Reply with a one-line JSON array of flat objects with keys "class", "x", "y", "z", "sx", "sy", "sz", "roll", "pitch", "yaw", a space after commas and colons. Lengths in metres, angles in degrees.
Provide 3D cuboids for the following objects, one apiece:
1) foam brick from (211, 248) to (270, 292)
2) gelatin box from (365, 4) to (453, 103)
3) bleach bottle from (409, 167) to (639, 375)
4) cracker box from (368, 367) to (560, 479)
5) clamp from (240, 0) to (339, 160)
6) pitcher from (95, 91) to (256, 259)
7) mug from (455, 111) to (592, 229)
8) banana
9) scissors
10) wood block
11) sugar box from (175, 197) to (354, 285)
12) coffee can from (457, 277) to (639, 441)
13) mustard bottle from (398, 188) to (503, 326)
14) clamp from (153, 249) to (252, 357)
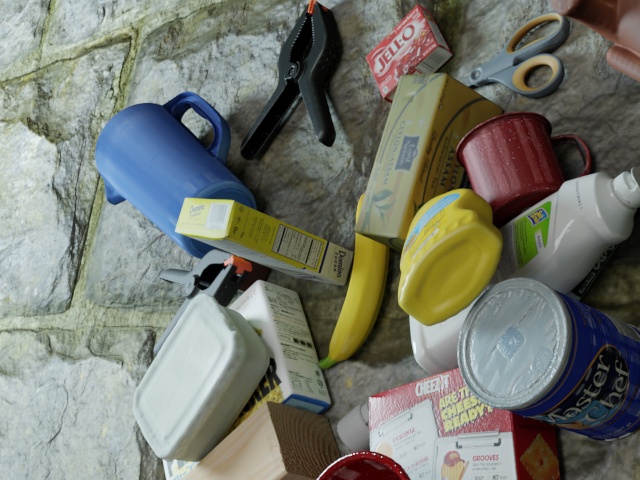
[{"class": "foam brick", "x": -0.091, "y": 0.020, "z": 1.277, "sx": 0.053, "sy": 0.051, "sz": 0.078, "roll": 18, "pitch": 87, "yaw": 51}, {"class": "gelatin box", "x": 0.097, "y": -0.205, "z": 1.187, "sx": 0.089, "sy": 0.030, "sz": 0.073, "roll": -42, "pitch": 46, "yaw": 27}, {"class": "bleach bottle", "x": 0.185, "y": 0.024, "z": 0.934, "sx": 0.251, "sy": 0.068, "sz": 0.102, "roll": -40, "pitch": 35, "yaw": 35}, {"class": "cracker box", "x": 0.125, "y": 0.225, "z": 0.924, "sx": 0.164, "sy": 0.072, "sz": 0.213, "roll": -25, "pitch": 55, "yaw": 40}, {"class": "clamp", "x": -0.030, "y": -0.196, "z": 1.320, "sx": 0.165, "sy": 0.036, "sz": 0.210, "roll": -12, "pitch": 62, "yaw": 45}, {"class": "pitcher", "x": -0.177, "y": -0.083, "z": 1.369, "sx": 0.243, "sy": 0.144, "sz": 0.149, "roll": 40, "pitch": 138, "yaw": 46}, {"class": "mug", "x": 0.191, "y": -0.061, "z": 0.981, "sx": 0.117, "sy": 0.093, "sz": 0.081, "roll": -15, "pitch": 60, "yaw": 2}, {"class": "banana", "x": 0.041, "y": 0.043, "z": 1.129, "sx": 0.070, "sy": 0.037, "sz": 0.198, "roll": 8, "pitch": 79, "yaw": 48}, {"class": "scissors", "x": 0.173, "y": -0.157, "z": 1.090, "sx": 0.202, "sy": 0.016, "sz": 0.096, "roll": -35, "pitch": 50, "yaw": 34}, {"class": "wood block", "x": -0.078, "y": 0.269, "z": 1.117, "sx": 0.206, "sy": 0.090, "sz": 0.090, "roll": -45, "pitch": 44, "yaw": 26}, {"class": "sugar box", "x": -0.058, "y": 0.001, "z": 1.150, "sx": 0.094, "sy": 0.175, "sz": 0.048, "roll": 7, "pitch": 80, "yaw": 49}, {"class": "coffee can", "x": 0.193, "y": 0.097, "z": 0.852, "sx": 0.103, "sy": 0.140, "sz": 0.103, "roll": -23, "pitch": 56, "yaw": 40}, {"class": "mustard bottle", "x": 0.109, "y": 0.003, "z": 0.922, "sx": 0.096, "sy": 0.058, "sz": 0.191, "roll": -52, "pitch": 6, "yaw": 15}, {"class": "clamp", "x": -0.143, "y": 0.053, "z": 1.253, "sx": 0.172, "sy": 0.039, "sz": 0.120, "roll": -38, "pitch": 48, "yaw": 31}]
